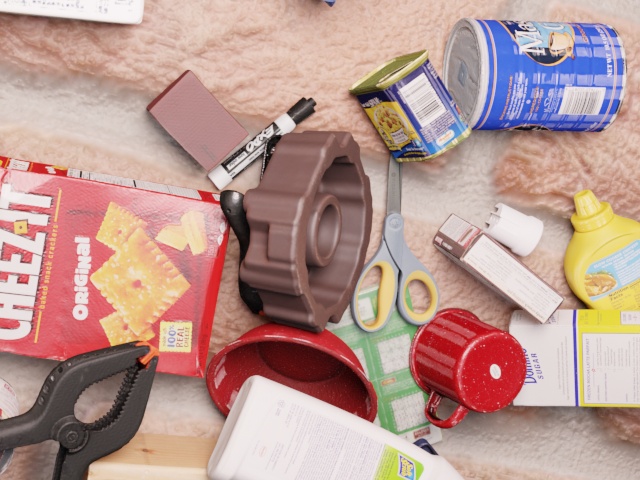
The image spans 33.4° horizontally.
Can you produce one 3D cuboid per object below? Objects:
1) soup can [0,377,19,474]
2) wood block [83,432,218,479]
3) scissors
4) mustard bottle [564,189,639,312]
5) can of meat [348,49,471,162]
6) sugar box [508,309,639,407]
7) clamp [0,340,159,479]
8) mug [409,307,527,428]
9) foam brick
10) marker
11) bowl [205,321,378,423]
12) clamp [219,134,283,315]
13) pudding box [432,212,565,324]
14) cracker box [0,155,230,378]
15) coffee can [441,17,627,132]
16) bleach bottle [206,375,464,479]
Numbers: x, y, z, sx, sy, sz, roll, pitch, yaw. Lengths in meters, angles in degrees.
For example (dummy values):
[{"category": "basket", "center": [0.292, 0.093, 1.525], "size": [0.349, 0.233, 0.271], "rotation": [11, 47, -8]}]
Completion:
[{"category": "soup can", "center": [-0.301, 0.163, 0.939], "size": [0.068, 0.102, 0.068], "rotation": [-3, 102, -13]}, {"category": "wood block", "center": [-0.119, 0.240, 1.002], "size": [0.206, 0.091, 0.090], "rotation": [7, 99, -14]}, {"category": "scissors", "center": [0.086, -0.004, 1.030], "size": [0.096, 0.016, 0.202], "rotation": [17, 90, -14]}, {"category": "mustard bottle", "center": [0.299, 0.035, 1.073], "size": [0.096, 0.058, 0.191], "rotation": [-28, 106, 0]}, {"category": "can of meat", "center": [0.081, -0.119, 0.966], "size": [0.057, 0.102, 0.084], "rotation": [-37, 104, -13]}, {"category": "sugar box", "center": [0.277, 0.116, 1.050], "size": [0.176, 0.048, 0.093], "rotation": [1, 112, 17]}, {"category": "clamp", "center": [-0.212, 0.171, 0.901], "size": [0.209, 0.036, 0.164], "rotation": [-39, 115, -17]}, {"category": "mug", "center": [0.139, 0.128, 1.033], "size": [0.093, 0.082, 0.117], "rotation": [34, 84, -24]}, {"category": "foam brick", "center": [-0.111, -0.108, 0.955], "size": [0.053, 0.051, 0.078], "rotation": [-43, 107, -1]}, {"category": "marker", "center": [-0.052, -0.092, 0.988], "size": [0.121, 0.020, 0.020], "rotation": [-40, 107, -3]}, {"category": "bowl", "center": [-0.023, 0.125, 0.996], "size": [0.162, 0.055, 0.162], "rotation": [7, 134, 8]}, {"category": "clamp", "center": [-0.056, 0.001, 0.958], "size": [0.039, 0.120, 0.171], "rotation": [10, 116, 25]}, {"category": "pudding box", "center": [0.170, 0.026, 1.025], "size": [0.113, 0.090, 0.039], "rotation": [35, 92, -16]}, {"category": "cracker box", "center": [-0.195, 0.025, 0.951], "size": [0.213, 0.072, 0.164], "rotation": [9, 98, -14]}, {"category": "coffee can", "center": [0.195, -0.152, 0.988], "size": [0.140, 0.103, 0.103], "rotation": [-1, 101, -13]}, {"category": "bleach bottle", "center": [0.032, 0.214, 0.956], "size": [0.250, 0.068, 0.102], "rotation": [26, 76, -10]}]
